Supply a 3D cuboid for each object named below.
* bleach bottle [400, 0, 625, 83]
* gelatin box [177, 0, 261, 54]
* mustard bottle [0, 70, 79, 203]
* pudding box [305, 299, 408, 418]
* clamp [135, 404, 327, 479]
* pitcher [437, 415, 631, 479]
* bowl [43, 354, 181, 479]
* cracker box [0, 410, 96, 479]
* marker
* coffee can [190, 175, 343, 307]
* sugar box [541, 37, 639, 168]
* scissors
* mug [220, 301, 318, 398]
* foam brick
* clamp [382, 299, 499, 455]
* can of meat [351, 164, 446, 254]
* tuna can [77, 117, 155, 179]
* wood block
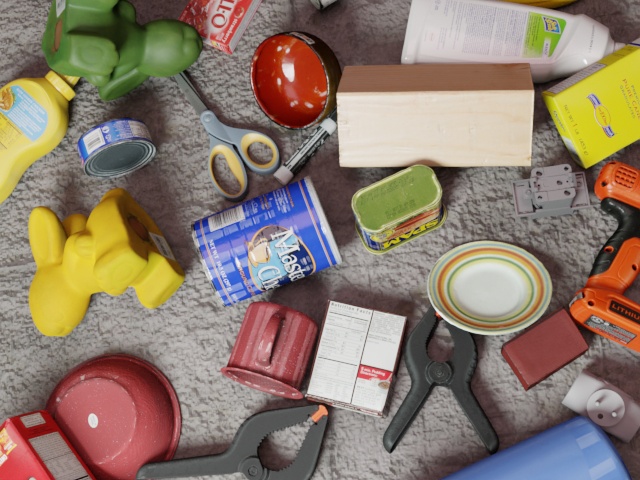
[{"bbox_3d":[0.223,-0.217,1.212,0.251,0.068,0.102,10,80,8],"label":"bleach bottle"},{"bbox_3d":[-0.121,-0.280,1.291,0.073,0.030,0.089,25,80,13],"label":"gelatin box"},{"bbox_3d":[-0.358,-0.136,1.270,0.096,0.058,0.191,41,84,17],"label":"mustard bottle"},{"bbox_3d":[0.040,0.127,1.155,0.090,0.039,0.113,12,75,11],"label":"pudding box"},{"bbox_3d":[-0.081,0.242,1.136,0.164,0.036,0.210,42,82,6],"label":"clamp"},{"bbox_3d":[0.186,0.282,1.055,0.243,0.149,0.145,-27,58,-3],"label":"pitcher"},{"bbox_3d":[-0.237,0.200,1.164,0.162,0.055,0.162,-2,74,8],"label":"bowl"},{"bbox_3d":[-0.290,0.309,1.108,0.164,0.072,0.214,-46,73,20],"label":"cracker box"},{"bbox_3d":[-0.007,-0.114,1.236,0.020,0.020,0.121,40,84,16],"label":"marker"},{"bbox_3d":[-0.058,0.001,1.168,0.140,0.103,0.103,-21,73,2],"label":"coffee can"},{"bbox_3d":[0.342,-0.162,1.168,0.176,0.048,0.093,-29,107,2],"label":"sugar box"},{"bbox_3d":[-0.111,-0.143,1.260,0.096,0.016,0.202,-18,73,1],"label":"scissors"},{"bbox_3d":[-0.051,0.112,1.133,0.093,0.117,0.081,16,73,9],"label":"mug"},{"bbox_3d":[0.236,0.115,1.123,0.078,0.053,0.051,-33,73,-1],"label":"foam brick"},{"bbox_3d":[0.119,0.150,1.137,0.120,0.039,0.171,-7,68,1],"label":"clamp"},{"bbox_3d":[0.086,-0.035,1.168,0.102,0.084,0.057,-25,73,0],"label":"can of meat"},{"bbox_3d":[-0.236,-0.106,1.231,0.086,0.086,0.034,-22,72,1],"label":"tuna can"},{"bbox_3d":[0.126,-0.137,1.172,0.206,0.090,0.090,0,118,8],"label":"wood block"}]
